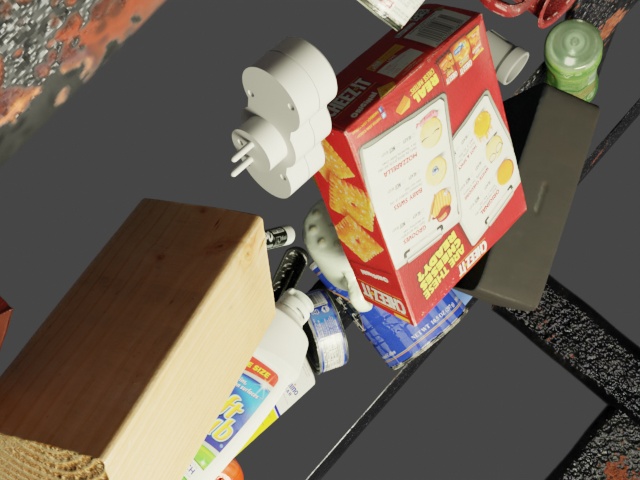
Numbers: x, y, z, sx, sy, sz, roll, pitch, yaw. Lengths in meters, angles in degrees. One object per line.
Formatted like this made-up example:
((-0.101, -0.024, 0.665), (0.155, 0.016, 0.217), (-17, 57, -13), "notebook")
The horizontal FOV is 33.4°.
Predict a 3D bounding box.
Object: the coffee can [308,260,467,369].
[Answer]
((0.070, 0.049, 1.112), (0.103, 0.140, 0.103), (-39, 179, -1), "coffee can")

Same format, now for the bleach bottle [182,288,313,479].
((-0.096, 0.127, 0.871), (0.250, 0.102, 0.068), (-48, -172, -29), "bleach bottle")

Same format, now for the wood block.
((-0.110, 0.074, 0.644), (0.205, 0.090, 0.091), (-61, 153, -45), "wood block")

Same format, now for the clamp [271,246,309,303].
((-0.061, 0.085, 1.063), (0.120, 0.039, 0.171), (-44, 164, -27), "clamp")

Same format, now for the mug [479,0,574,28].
((0.172, -0.231, 0.886), (0.117, 0.081, 0.093), (-45, 164, -18), "mug")

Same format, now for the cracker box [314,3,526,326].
((0.080, -0.062, 0.886), (0.164, 0.072, 0.213), (-43, 134, -23), "cracker box")

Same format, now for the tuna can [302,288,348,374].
((-0.001, 0.095, 1.118), (0.033, 0.086, 0.086), (-18, 156, -13), "tuna can")
